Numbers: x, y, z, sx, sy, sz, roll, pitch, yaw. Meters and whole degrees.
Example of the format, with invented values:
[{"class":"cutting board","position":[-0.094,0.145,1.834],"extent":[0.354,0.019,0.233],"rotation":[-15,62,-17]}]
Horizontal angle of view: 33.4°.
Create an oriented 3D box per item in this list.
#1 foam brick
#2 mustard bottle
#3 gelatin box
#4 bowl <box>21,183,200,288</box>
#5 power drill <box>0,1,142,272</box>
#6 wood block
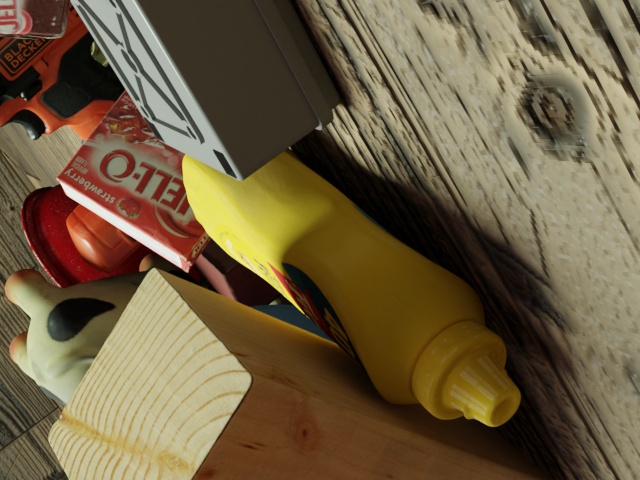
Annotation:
[{"class":"foam brick","position":[-0.054,0.001,0.668],"extent":[0.078,0.053,0.051],"rotation":[41,162,37]},{"class":"mustard bottle","position":[0.016,0.019,0.471],"extent":[0.192,0.058,0.096],"rotation":[39,168,42]},{"class":"gelatin box","position":[-0.091,-0.037,0.604],"extent":[0.089,0.073,0.030],"rotation":[32,164,8]},{"class":"bowl","position":[-0.145,0.002,0.814],"extent":[0.162,0.055,0.162],"rotation":[40,-162,-16]},{"class":"power drill","position":[-0.165,-0.061,0.645],"extent":[0.057,0.184,0.187],"rotation":[41,171,42]},{"class":"wood block","position":[0.000,0.101,0.473],"extent":[0.205,0.090,0.091],"rotation":[27,-170,-41]}]
